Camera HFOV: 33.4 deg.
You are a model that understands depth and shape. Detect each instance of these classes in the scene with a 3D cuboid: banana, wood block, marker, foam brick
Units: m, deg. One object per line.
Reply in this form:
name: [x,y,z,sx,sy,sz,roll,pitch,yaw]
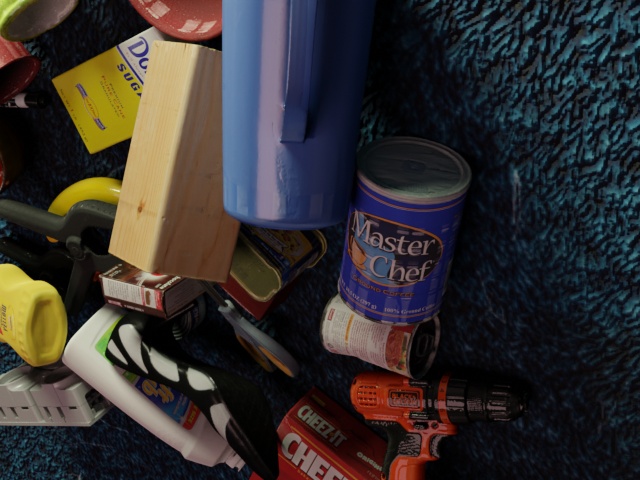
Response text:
banana: [-0.268,-0.037,1.239,0.198,0.037,0.069,-8,110,39]
wood block: [-0.122,-0.074,0.999,0.091,0.090,0.206,20,99,53]
marker: [-0.361,-0.164,1.242,0.121,0.020,0.020,6,120,33]
foam brick: [-0.068,0.035,1.127,0.078,0.052,0.051,41,133,8]

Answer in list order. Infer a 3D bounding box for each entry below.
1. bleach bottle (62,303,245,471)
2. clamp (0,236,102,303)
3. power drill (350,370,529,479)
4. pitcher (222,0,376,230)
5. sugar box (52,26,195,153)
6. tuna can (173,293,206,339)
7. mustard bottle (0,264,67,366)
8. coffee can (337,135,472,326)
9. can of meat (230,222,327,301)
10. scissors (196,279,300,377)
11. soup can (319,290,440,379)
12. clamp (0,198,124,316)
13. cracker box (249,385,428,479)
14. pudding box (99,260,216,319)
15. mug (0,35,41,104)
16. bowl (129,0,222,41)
bleach bottle: [-0.184,0.183,1.284,0.251,0.102,0.068,37,138,3]
clamp: [-0.333,0.055,1.342,0.172,0.039,0.120,5,122,34]
power drill: [0.118,0.223,1.064,0.185,0.057,0.187,0,89,30]
pitcher: [-0.022,-0.134,0.880,0.145,0.148,0.243,14,106,39]
sugar box: [-0.194,-0.158,1.106,0.177,0.048,0.093,-16,107,42]
tuna can: [-0.174,0.071,1.239,0.086,0.033,0.086,18,126,27]
mustard bottle: [-0.378,0.081,1.307,0.192,0.058,0.096,20,115,48]
coffee can: [0.074,-0.009,0.963,0.103,0.102,0.140,24,129,23]
can of meat: [-0.057,0.001,1.077,0.102,0.083,0.058,45,134,4]
scissors: [-0.082,0.085,1.134,0.096,0.016,0.201,23,154,40]
soup can: [0.059,0.092,1.059,0.102,0.068,0.068,14,124,30]
clamp: [-0.270,0.012,1.231,0.210,0.036,0.164,-8,118,35]
cracker box: [0.003,0.295,1.222,0.164,0.072,0.214,37,131,12]
pudding box: [-0.169,0.038,1.162,0.090,0.113,0.039,10,121,30]
mug: [-0.376,-0.198,1.188,0.081,0.093,0.117,51,145,5]
bowl: [-0.117,-0.267,0.976,0.162,0.055,0.162,18,126,27]
